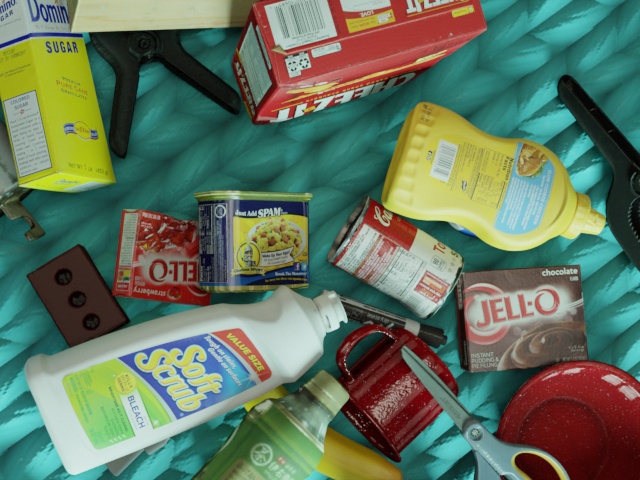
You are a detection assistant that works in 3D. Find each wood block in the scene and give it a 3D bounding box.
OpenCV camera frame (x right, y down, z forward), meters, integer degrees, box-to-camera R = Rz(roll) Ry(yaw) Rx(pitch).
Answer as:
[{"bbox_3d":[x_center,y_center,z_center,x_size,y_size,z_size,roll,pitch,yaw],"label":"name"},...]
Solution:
[{"bbox_3d":[-0.106,-0.235,0.891,0.205,0.090,0.091,-6,79,-19],"label":"wood block"}]

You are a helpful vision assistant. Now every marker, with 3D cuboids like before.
[{"bbox_3d":[0.056,0.071,0.954,0.121,0.020,0.020,19,84,-7],"label":"marker"}]

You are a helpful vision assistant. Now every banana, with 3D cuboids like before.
[{"bbox_3d":[-0.017,0.152,0.917,0.198,0.070,0.037,47,38,0],"label":"banana"}]

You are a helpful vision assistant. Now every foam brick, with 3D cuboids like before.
[{"bbox_3d":[-0.204,0.050,0.902,0.053,0.051,0.078,-32,92,-8],"label":"foam brick"}]

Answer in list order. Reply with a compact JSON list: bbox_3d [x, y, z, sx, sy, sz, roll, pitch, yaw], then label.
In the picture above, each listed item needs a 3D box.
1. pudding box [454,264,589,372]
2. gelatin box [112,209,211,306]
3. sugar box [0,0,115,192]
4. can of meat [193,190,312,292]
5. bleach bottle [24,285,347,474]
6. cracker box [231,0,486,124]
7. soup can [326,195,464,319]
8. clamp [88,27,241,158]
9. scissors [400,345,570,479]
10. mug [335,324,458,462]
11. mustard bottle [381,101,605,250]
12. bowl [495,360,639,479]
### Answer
[{"bbox_3d":[0.180,0.070,0.962,0.113,0.039,0.090,-4,87,-8],"label":"pudding box"},{"bbox_3d":[-0.129,0.016,0.904,0.089,0.030,0.073,12,82,-45],"label":"gelatin box"},{"bbox_3d":[-0.224,-0.130,0.879,0.048,0.093,0.176,-13,85,17],"label":"sugar box"},{"bbox_3d":[-0.056,0.001,0.910,0.101,0.058,0.084,0,89,-39],"label":"can of meat"},{"bbox_3d":[-0.101,0.094,0.862,0.250,0.068,0.102,-23,98,-8],"label":"bleach bottle"},{"bbox_3d":[0.022,-0.156,0.865,0.164,0.214,0.072,-17,91,-9],"label":"cracker box"},{"bbox_3d":[0.066,0.016,0.934,0.102,0.068,0.068,32,83,-6],"label":"soup can"},{"bbox_3d":[-0.142,-0.165,0.931,0.120,0.039,0.171,-14,88,-18],"label":"clamp"},{"bbox_3d":[0.122,0.179,0.888,0.201,0.016,0.096,34,88,-13],"label":"scissors"},{"bbox_3d":[0.058,0.120,0.913,0.081,0.093,0.117,-42,114,-13],"label":"mug"},{"bbox_3d":[0.155,-0.044,0.920,0.191,0.058,0.096,19,80,-6],"label":"mustard bottle"},{"bbox_3d":[0.226,0.186,0.953,0.162,0.055,0.162,0,87,-8],"label":"bowl"}]
